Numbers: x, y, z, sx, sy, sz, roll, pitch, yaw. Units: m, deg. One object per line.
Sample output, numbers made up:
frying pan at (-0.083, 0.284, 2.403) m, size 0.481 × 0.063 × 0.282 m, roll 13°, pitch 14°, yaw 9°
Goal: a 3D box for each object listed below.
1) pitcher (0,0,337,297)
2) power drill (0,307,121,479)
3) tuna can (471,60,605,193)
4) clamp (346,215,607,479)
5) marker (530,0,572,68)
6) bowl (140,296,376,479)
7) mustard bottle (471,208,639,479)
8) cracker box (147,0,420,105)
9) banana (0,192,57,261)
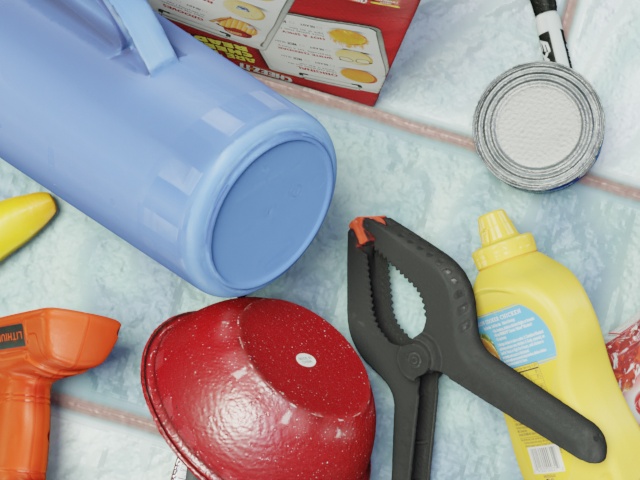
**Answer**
pitcher at (-0.110, -0.077, 0.604) m, size 0.243 × 0.149 × 0.145 m, roll 33°, pitch 99°, yaw 32°
power drill at (-0.165, 0.136, 0.622) m, size 0.057 × 0.185 × 0.187 m, roll 17°, pitch 72°, yaw -37°
tuna can at (0.146, -0.074, 0.714) m, size 0.086 × 0.033 × 0.086 m, roll -1°, pitch 87°, yaw 16°
clamp at (0.079, 0.074, 0.669) m, size 0.165 × 0.036 × 0.210 m, roll -28°, pitch 75°, yaw 37°
marker at (0.164, -0.126, 0.740) m, size 0.020 × 0.020 × 0.121 m, roll -11°, pitch 84°, yaw -5°
bowl at (-0.023, 0.086, 0.633) m, size 0.162 × 0.162 × 0.055 m, roll 39°, pitch 119°, yaw 2°
mustard bottle at (0.140, 0.072, 0.676) m, size 0.058 × 0.096 × 0.191 m, roll -17°, pitch 83°, yaw -26°
cracker box at (-0.024, -0.161, 0.637) m, size 0.164 × 0.214 × 0.072 m, roll 16°, pitch 80°, yaw -2°
banana at (-0.243, 0.047, 0.691) m, size 0.069 × 0.037 × 0.198 m, roll 27°, pitch 83°, yaw -18°
